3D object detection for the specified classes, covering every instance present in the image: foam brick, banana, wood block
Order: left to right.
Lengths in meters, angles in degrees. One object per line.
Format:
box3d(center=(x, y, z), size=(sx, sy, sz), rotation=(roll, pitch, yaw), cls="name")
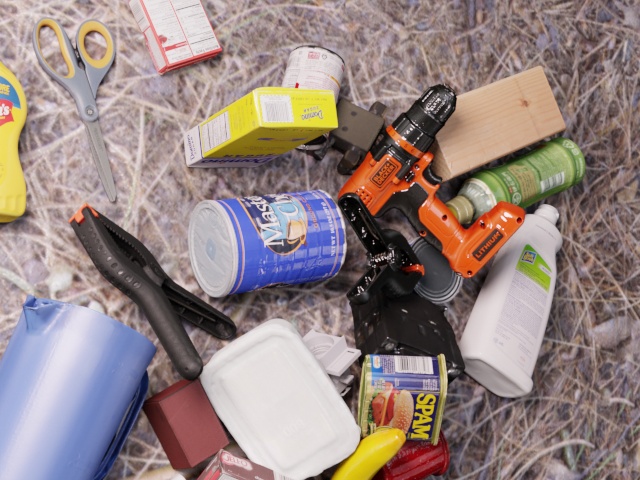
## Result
box3d(center=(-0.137, 0.187, 1.092), size=(0.051, 0.053, 0.078), rotation=(-28, 95, -32), cls="foam brick")
box3d(center=(0.040, 0.271, 1.142), size=(0.037, 0.070, 0.198), rotation=(-42, 148, -59), cls="banana")
box3d(center=(0.196, -0.139, 1.337), size=(0.205, 0.090, 0.091), rotation=(-23, 91, -32), cls="wood block")

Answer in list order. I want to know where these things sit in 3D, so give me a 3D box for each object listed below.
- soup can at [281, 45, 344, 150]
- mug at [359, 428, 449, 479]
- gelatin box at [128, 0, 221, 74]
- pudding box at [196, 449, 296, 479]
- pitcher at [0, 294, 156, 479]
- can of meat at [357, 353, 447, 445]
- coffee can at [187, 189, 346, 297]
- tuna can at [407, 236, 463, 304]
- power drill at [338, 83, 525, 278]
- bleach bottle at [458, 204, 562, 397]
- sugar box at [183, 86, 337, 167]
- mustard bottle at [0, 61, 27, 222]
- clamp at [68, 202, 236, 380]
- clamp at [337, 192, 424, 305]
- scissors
box3d(center=(-0.014, -0.165, 1.230), size=(0.068, 0.069, 0.102), rotation=(23, 68, -25), cls="soup can")
box3d(center=(0.080, 0.224, 1.193), size=(0.081, 0.093, 0.117), rotation=(-20, 92, -28), cls="mug")
box3d(center=(-0.160, -0.236, 1.180), size=(0.073, 0.030, 0.089), rotation=(-25, 93, -33), cls="gelatin box")
box3d(center=(-0.078, 0.273, 1.090), size=(0.113, 0.090, 0.039), rotation=(29, 23, -22), cls="pudding box")
box3d(center=(-0.252, 0.185, 0.990), size=(0.149, 0.145, 0.242), rotation=(25, 71, -11), cls="pitcher")
box3d(center=(0.085, 0.167, 1.126), size=(0.084, 0.102, 0.057), rotation=(3, 38, -2), cls="can of meat")
box3d(center=(-0.058, 0.001, 1.149), size=(0.140, 0.103, 0.103), rotation=(-8, 84, -32), cls="coffee can")
box3d(center=(0.130, 0.036, 1.294), size=(0.086, 0.034, 0.086), rotation=(7, 77, -30), cls="tuna can")
box3d(center=(0.141, -0.062, 1.224), size=(0.187, 0.185, 0.057), rotation=(39, 18, -6), cls="power drill")
box3d(center=(0.255, 0.066, 1.347), size=(0.102, 0.068, 0.250), rotation=(37, 61, -20), cls="bleach bottle")
box3d(center=(-0.067, -0.115, 1.123), size=(0.093, 0.177, 0.048), rotation=(-2, 79, -31), cls="sugar box")
box3d(center=(-0.334, -0.117, 1.035), size=(0.096, 0.058, 0.191), rotation=(5, 77, -31), cls="mustard bottle")
box3d(center=(-0.170, 0.046, 1.085), size=(0.036, 0.164, 0.210), rotation=(-44, 85, 11), cls="clamp")
box3d(center=(0.065, 0.011, 1.170), size=(0.171, 0.039, 0.120), rotation=(7, 78, -64), cls="clamp")
box3d(center=(-0.232, -0.149, 1.127), size=(0.096, 0.016, 0.202), rotation=(-33, 97, -32), cls="scissors")
